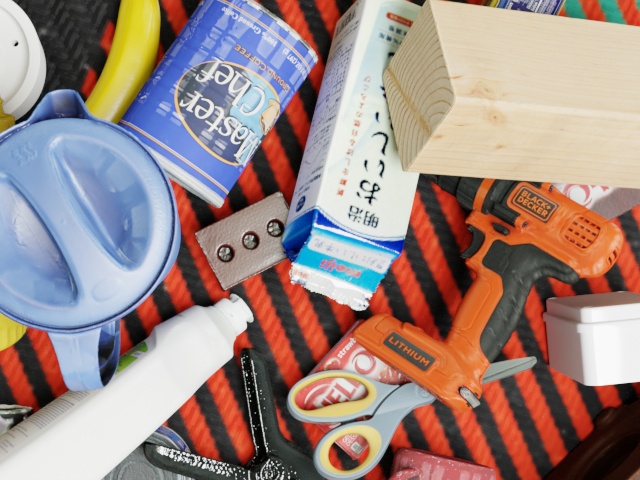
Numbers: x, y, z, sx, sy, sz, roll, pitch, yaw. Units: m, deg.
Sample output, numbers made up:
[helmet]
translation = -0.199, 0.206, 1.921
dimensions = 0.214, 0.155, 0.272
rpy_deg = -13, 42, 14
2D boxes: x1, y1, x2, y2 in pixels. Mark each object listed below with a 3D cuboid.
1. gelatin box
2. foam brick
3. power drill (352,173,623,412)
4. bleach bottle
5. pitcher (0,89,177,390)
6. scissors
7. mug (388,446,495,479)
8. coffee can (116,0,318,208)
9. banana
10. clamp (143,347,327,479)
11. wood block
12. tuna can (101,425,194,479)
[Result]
[gelatin box]
translation = 0.030, 0.120, 0.865
dimensions = 0.073, 0.030, 0.089
rpy_deg = 43, 86, 0
[foam brick]
translation = -0.056, 0.001, 0.854
dimensions = 0.078, 0.051, 0.053
rpy_deg = -28, 90, -4
[power drill]
translation = 0.108, 0.021, 0.821
dimensions = 0.185, 0.057, 0.187
rpy_deg = 34, 85, 31
[bleach bottle]
translation = -0.150, 0.123, 0.801
dimensions = 0.250, 0.103, 0.068
rpy_deg = -37, 106, -23
[pitcher]
translation = -0.159, 0.003, 0.752
dimensions = 0.145, 0.243, 0.149
rpy_deg = 39, 86, -1
[scissors]
translation = 0.074, 0.138, 0.831
dimensions = 0.201, 0.016, 0.096
rpy_deg = -1, 66, -3
[mug]
translation = 0.083, 0.207, 0.829
dimensions = 0.117, 0.093, 0.081
rpy_deg = 20, 79, -44
[coffee can]
translation = -0.082, -0.111, 0.830
dimensions = 0.103, 0.103, 0.140
rpy_deg = 34, 87, -2
[banana]
translation = -0.177, -0.122, 0.858
dimensions = 0.069, 0.037, 0.198
rpy_deg = 36, 87, -3
[clamp]
translation = -0.057, 0.184, 0.841
dimensions = 0.120, 0.039, 0.171
rpy_deg = -33, 96, -17
[wood block]
translation = 0.162, -0.101, 0.773
dimensions = 0.205, 0.090, 0.091
rpy_deg = 2, 60, -20
[tuna can]
translation = -0.143, 0.189, 0.852
dimensions = 0.086, 0.034, 0.086
rpy_deg = 0, 88, -3
